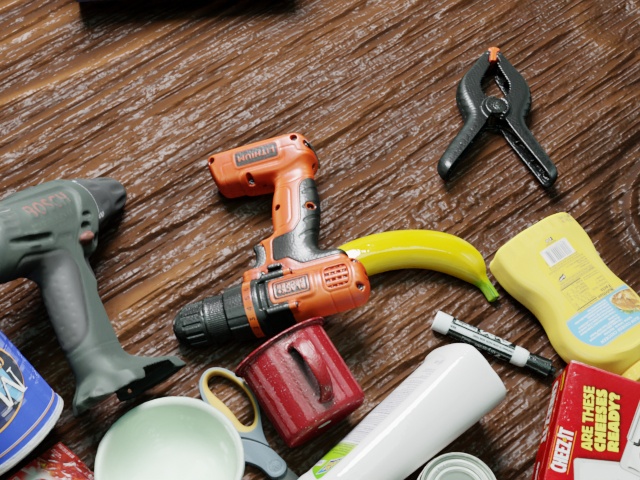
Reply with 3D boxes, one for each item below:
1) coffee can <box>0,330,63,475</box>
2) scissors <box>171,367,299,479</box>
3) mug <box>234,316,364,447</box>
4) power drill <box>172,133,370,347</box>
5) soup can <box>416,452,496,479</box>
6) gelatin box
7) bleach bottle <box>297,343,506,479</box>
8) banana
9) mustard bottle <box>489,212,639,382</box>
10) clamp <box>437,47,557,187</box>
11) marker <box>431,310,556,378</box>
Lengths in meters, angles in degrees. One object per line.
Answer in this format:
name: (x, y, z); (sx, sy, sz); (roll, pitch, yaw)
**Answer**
coffee can: (-0.293, 0.114, 0.866); (0.102, 0.103, 0.140); (-44, 111, -23)
scissors: (-0.060, 0.202, 0.927); (0.096, 0.016, 0.202); (-29, 69, -17)
mug: (-0.012, 0.121, 0.919); (0.093, 0.117, 0.081); (-27, 73, -22)
power drill: (-0.057, 0.001, 0.996); (0.184, 0.057, 0.187); (-14, 62, 6)
soup can: (0.105, 0.221, 0.884); (0.068, 0.102, 0.068); (2, 63, -4)
gelatin box: (-0.211, 0.218, 0.878); (0.089, 0.030, 0.073); (37, 35, 13)
bleach bottle: (0.039, 0.187, 0.898); (0.250, 0.103, 0.068); (-37, 88, -19)
banana: (0.073, 0.023, 1.019); (0.197, 0.037, 0.069); (0, 63, -5)
mustard bottle: (0.252, 0.069, 1.000); (0.096, 0.058, 0.192); (-28, 68, -24)
clamp: (0.171, -0.125, 1.104); (0.120, 0.039, 0.171); (-1, 57, -11)
marker: (0.163, 0.098, 0.999); (0.121, 0.020, 0.020); (23, 63, 7)
